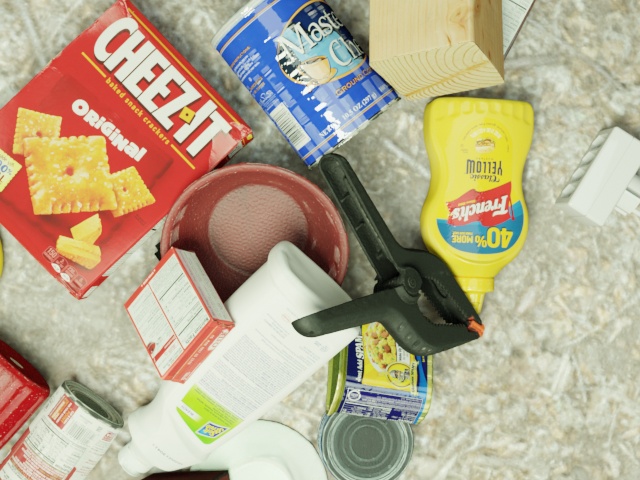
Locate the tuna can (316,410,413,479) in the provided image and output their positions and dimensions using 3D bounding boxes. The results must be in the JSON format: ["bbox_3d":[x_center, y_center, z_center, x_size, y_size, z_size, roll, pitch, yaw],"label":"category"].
[{"bbox_3d":[0.041,0.181,0.964,0.086,0.034,0.086,0,87,-5],"label":"tuna can"}]

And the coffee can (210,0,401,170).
[{"bbox_3d":[-0.012,-0.147,0.924,0.103,0.103,0.140,-38,93,-2],"label":"coffee can"}]

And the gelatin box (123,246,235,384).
[{"bbox_3d":[-0.117,0.062,0.885,0.073,0.030,0.089,-49,54,20],"label":"gelatin box"}]

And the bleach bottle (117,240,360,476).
[{"bbox_3d":[-0.087,0.116,0.918,0.251,0.068,0.102,-41,109,18],"label":"bleach bottle"}]

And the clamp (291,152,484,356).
[{"bbox_3d":[0.058,0.046,0.886,0.209,0.036,0.164,38,51,-29],"label":"clamp"}]

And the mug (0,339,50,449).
[{"bbox_3d":[-0.297,0.128,0.927,0.081,0.093,0.117,-48,57,-6],"label":"mug"}]

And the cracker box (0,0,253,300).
[{"bbox_3d":[-0.189,-0.078,0.931,0.213,0.072,0.164,-44,93,-2],"label":"cracker box"}]

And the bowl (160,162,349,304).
[{"bbox_3d":[-0.056,0.001,0.934,0.162,0.055,0.162,0,112,0],"label":"bowl"}]

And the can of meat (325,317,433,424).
[{"bbox_3d":[0.052,0.108,0.939,0.084,0.057,0.102,9,52,-6],"label":"can of meat"}]

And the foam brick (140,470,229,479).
[{"bbox_3d":[-0.121,0.234,0.939,0.078,0.051,0.053,-7,90,17],"label":"foam brick"}]

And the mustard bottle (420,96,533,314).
[{"bbox_3d":[0.138,-0.030,0.957,0.096,0.058,0.191,2,91,-9],"label":"mustard bottle"}]

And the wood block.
[{"bbox_3d":[0.098,-0.235,0.897,0.091,0.090,0.206,-7,73,25],"label":"wood block"}]

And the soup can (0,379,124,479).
[{"bbox_3d":[-0.229,0.182,0.935,0.068,0.068,0.102,37,88,-3],"label":"soup can"}]
